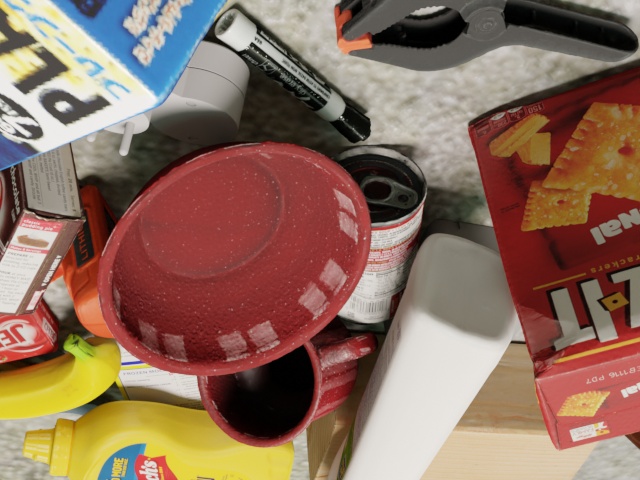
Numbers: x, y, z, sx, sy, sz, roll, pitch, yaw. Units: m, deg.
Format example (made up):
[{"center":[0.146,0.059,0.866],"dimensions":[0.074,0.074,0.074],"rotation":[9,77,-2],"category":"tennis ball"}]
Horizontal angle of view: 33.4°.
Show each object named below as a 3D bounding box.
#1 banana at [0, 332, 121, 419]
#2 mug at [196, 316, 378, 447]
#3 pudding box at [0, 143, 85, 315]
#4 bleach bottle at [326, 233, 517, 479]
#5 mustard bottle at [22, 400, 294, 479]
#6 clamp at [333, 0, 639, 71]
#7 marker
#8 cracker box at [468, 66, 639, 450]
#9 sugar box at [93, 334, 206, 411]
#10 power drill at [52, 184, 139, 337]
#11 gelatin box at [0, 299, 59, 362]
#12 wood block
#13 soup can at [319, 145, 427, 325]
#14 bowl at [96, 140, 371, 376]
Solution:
[{"center":[-0.196,0.096,0.750],"dimensions":[0.069,0.037,0.198],"rotation":[32,141,-32],"category":"banana"},{"center":[-0.015,0.083,0.726],"dimensions":[0.117,0.093,0.081],"rotation":[-22,173,24],"category":"mug"},{"center":[-0.171,-0.027,0.602],"dimensions":[0.039,0.113,0.090],"rotation":[6,138,-34],"category":"pudding box"},{"center":[0.050,0.121,0.707],"dimensions":[0.068,0.102,0.251],"rotation":[22,126,0],"category":"bleach bottle"},{"center":[-0.120,0.159,0.786],"dimensions":[0.191,0.058,0.096],"rotation":[9,134,-12],"category":"mustard bottle"},{"center":[0.096,-0.125,0.585],"dimensions":[0.172,0.039,0.120],"rotation":[-13,138,18],"category":"clamp"},{"center":[-0.012,-0.092,0.621],"dimensions":[0.020,0.020,0.121],"rotation":[-34,131,27],"category":"marker"},{"center":[0.181,-0.007,0.594],"dimensions":[0.164,0.213,0.072],"rotation":[-18,131,12],"category":"cracker box"},{"center":[-0.106,0.085,0.786],"dimensions":[0.093,0.048,0.176],"rotation":[-7,135,2],"category":"sugar box"},{"center":[-0.205,0.052,0.648],"dimensions":[0.187,0.184,0.057],"rotation":[-20,138,0],"category":"power drill"},{"center":[-0.238,0.056,0.748],"dimensions":[0.089,0.030,0.073],"rotation":[-11,138,5],"category":"gelatin box"},{"center":[0.098,0.137,0.835],"dimensions":[0.206,0.090,0.091],"rotation":[5,136,-12],"category":"wood block"},{"center":[0.031,-0.001,0.691],"dimensions":[0.068,0.068,0.102],"rotation":[-3,138,-4],"category":"soup can"},{"center":[-0.054,0.001,0.617],"dimensions":[0.162,0.055,0.162],"rotation":[-13,129,-17],"category":"bowl"}]
